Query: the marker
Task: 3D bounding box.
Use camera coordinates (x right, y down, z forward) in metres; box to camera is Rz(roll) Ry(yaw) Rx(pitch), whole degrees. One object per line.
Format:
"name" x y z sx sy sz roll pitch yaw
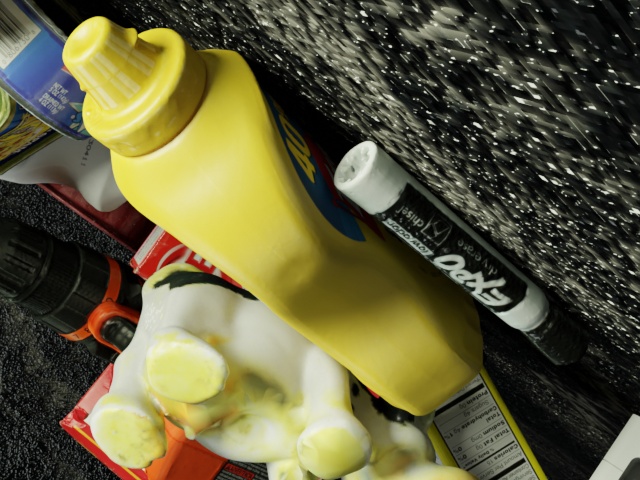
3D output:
"marker" 0.053 0.008 0.365 0.121 0.020 0.020 38 175 -27

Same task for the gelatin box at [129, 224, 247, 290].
"gelatin box" -0.054 0.001 0.612 0.073 0.089 0.030 37 177 -18

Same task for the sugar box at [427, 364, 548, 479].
"sugar box" 0.064 0.086 0.532 0.176 0.048 0.093 58 174 -6

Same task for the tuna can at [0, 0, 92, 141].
"tuna can" -0.117 -0.082 0.445 0.086 0.034 0.086 46 -174 -6

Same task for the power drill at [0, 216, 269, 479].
"power drill" -0.091 0.065 0.569 0.184 0.057 0.188 32 -174 -42

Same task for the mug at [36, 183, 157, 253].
"mug" -0.115 -0.040 0.680 0.117 0.081 0.093 36 175 -12

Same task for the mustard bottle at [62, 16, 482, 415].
"mustard bottle" -0.016 -0.013 0.375 0.191 0.058 0.096 40 -164 -43
